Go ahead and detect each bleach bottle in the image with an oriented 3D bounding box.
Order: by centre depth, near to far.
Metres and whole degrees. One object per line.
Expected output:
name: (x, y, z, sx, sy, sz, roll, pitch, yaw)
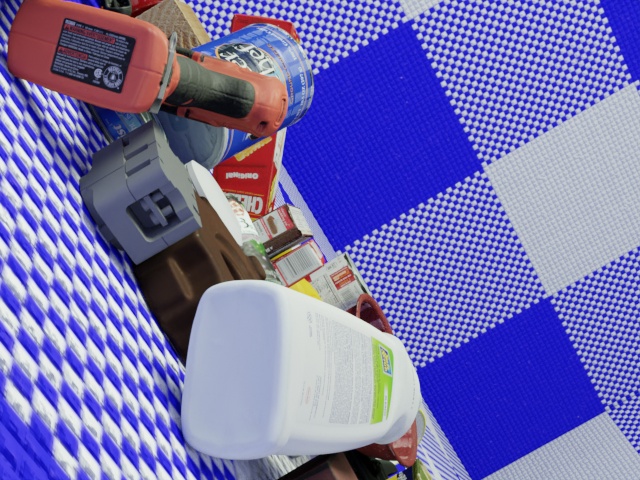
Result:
bleach bottle: (0.007, 0.097, 0.687, 0.250, 0.068, 0.102, 30, 62, -60)

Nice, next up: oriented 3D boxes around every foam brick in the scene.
foam brick: (-0.001, 0.173, 0.698, 0.051, 0.053, 0.078, 60, 4, 6)

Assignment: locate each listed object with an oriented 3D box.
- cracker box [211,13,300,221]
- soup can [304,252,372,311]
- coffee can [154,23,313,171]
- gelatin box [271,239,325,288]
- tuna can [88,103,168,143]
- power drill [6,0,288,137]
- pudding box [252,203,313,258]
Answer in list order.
cracker box: (-0.074, -0.130, 1.172, 0.164, 0.072, 0.214, -79, 178, -84)
soup can: (0.002, 0.067, 1.257, 0.068, 0.102, 0.068, 60, 4, -7)
coffee can: (-0.086, -0.129, 0.957, 0.140, 0.103, 0.103, -36, 97, -49)
gelatin box: (-0.040, 0.033, 1.015, 0.030, 0.089, 0.073, 59, 3, 0)
tuna can: (-0.159, -0.105, 0.871, 0.086, 0.034, 0.086, 60, 3, -6)
power drill: (-0.131, -0.120, 0.732, 0.184, 0.057, 0.187, 16, 7, 16)
pudding box: (-0.057, 0.001, 1.029, 0.039, 0.090, 0.113, 61, 4, 1)
